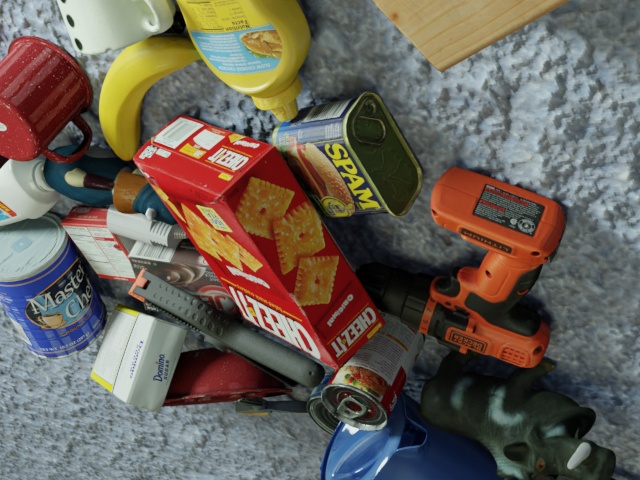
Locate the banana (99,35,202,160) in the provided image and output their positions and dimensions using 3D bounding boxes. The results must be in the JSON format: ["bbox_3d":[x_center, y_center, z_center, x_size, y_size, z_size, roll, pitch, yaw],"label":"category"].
[{"bbox_3d":[-0.158,-0.129,0.935,0.069,0.037,0.198,42,143,-12],"label":"banana"}]

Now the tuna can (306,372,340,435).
[{"bbox_3d":[0.028,0.186,1.178,0.086,0.033,0.086,20,143,16],"label":"tuna can"}]

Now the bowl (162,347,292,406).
[{"bbox_3d":[-0.113,0.149,1.179,0.162,0.055,0.162,-6,170,-1],"label":"bowl"}]

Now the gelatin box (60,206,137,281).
[{"bbox_3d":[-0.226,0.004,1.148,0.073,0.030,0.089,4,137,34],"label":"gelatin box"}]

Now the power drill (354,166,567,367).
[{"bbox_3d":[0.119,0.022,0.902,0.184,0.057,0.188,19,145,10],"label":"power drill"}]

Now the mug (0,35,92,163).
[{"bbox_3d":[-0.263,-0.119,0.985,0.117,0.081,0.093,46,142,-20],"label":"mug"}]

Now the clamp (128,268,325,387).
[{"bbox_3d":[-0.093,0.094,1.073,0.210,0.036,0.164,28,168,3],"label":"clamp"}]

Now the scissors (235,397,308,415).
[{"bbox_3d":[-0.050,0.180,1.168,0.096,0.016,0.202,2,169,-9],"label":"scissors"}]

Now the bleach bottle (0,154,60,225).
[{"bbox_3d":[-0.367,-0.060,1.148,0.251,0.068,0.102,-8,130,38],"label":"bleach bottle"}]

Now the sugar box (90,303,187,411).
[{"bbox_3d":[-0.200,0.125,1.166,0.048,0.093,0.176,21,174,-25],"label":"sugar box"}]

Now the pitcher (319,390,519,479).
[{"bbox_3d":[0.123,0.264,1.113,0.242,0.149,0.145,35,101,-19],"label":"pitcher"}]

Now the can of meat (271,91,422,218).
[{"bbox_3d":[0.021,-0.066,0.867,0.084,0.057,0.102,-3,131,42],"label":"can of meat"}]

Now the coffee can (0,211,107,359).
[{"bbox_3d":[-0.311,0.051,1.204,0.103,0.102,0.140,12,140,25],"label":"coffee can"}]

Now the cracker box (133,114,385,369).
[{"bbox_3d":[-0.056,0.001,0.942,0.164,0.072,0.213,23,151,51],"label":"cracker box"}]

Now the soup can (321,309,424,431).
[{"bbox_3d":[0.052,0.122,1.027,0.068,0.102,0.068,19,143,15],"label":"soup can"}]

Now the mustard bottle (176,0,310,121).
[{"bbox_3d":[-0.059,-0.169,0.799,0.096,0.058,0.191,2,135,32],"label":"mustard bottle"}]

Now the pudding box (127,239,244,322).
[{"bbox_3d":[-0.134,0.041,1.108,0.113,0.039,0.090,10,139,15],"label":"pudding box"}]
